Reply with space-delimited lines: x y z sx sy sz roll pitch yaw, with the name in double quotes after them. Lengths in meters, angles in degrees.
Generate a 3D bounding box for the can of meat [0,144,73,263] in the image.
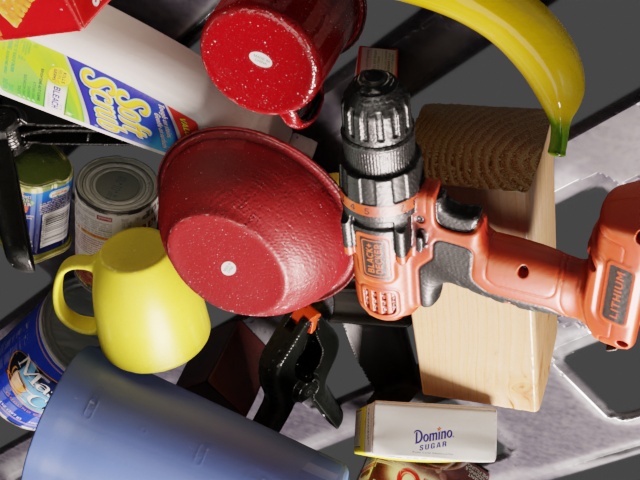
-0.244 -0.046 0.868 0.102 0.057 0.084 45 140 25 "can of meat"

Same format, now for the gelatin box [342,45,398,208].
0.034 -0.073 0.706 0.030 0.089 0.073 6 135 -1 "gelatin box"

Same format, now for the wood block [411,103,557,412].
0.115 0.015 0.752 0.091 0.090 0.206 6 133 20 "wood block"

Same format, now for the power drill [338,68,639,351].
0.101 -0.013 0.627 0.188 0.057 0.184 12 139 20 "power drill"

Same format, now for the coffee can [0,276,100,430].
-0.241 0.107 0.998 0.102 0.102 0.141 40 135 -14 "coffee can"

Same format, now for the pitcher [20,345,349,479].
-0.109 0.196 0.851 0.243 0.145 0.149 21 103 4 "pitcher"

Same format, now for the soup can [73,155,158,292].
-0.168 -0.011 0.877 0.068 0.068 0.102 20 136 6 "soup can"

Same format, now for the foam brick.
-0.087 0.120 0.955 0.051 0.078 0.053 -24 118 38 "foam brick"

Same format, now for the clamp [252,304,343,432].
-0.028 0.129 0.918 0.039 0.120 0.171 29 138 34 "clamp"

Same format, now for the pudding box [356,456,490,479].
0.090 0.223 0.960 0.113 0.090 0.039 33 137 -6 "pudding box"

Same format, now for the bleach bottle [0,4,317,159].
-0.120 -0.109 0.758 0.250 0.068 0.103 22 145 -5 "bleach bottle"

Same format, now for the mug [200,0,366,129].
-0.023 -0.125 0.691 0.093 0.081 0.117 3 132 22 "mug"

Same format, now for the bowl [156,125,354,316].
-0.055 0.001 0.751 0.162 0.055 0.162 15 135 16 "bowl"

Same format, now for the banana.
0.090 -0.134 0.647 0.198 0.069 0.037 36 -179 -2 "banana"

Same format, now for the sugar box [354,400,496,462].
0.079 0.155 0.853 0.093 0.048 0.176 4 171 -1 "sugar box"

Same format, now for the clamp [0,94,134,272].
-0.239 -0.072 0.806 0.210 0.164 0.036 26 147 14 "clamp"
